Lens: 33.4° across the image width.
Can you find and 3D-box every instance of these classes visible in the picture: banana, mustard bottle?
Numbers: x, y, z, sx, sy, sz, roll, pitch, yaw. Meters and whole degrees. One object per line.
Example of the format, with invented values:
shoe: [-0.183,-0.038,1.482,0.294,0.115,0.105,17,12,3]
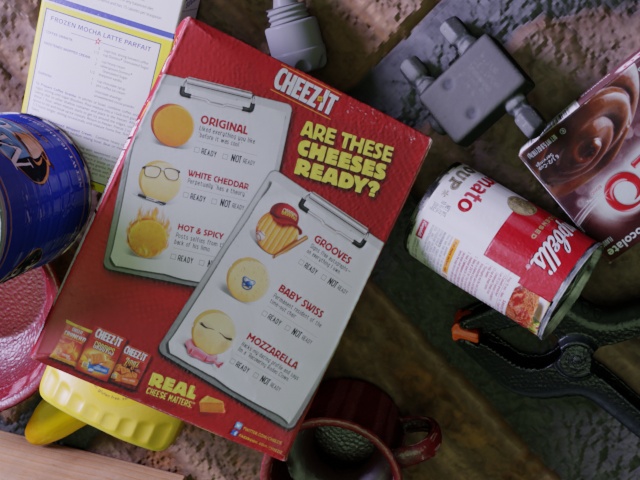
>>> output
banana: [-0.125,0.111,0.758,0.198,0.037,0.069,-5,103,12]
mustard bottle: [-0.103,0.034,0.704,0.096,0.058,0.191,25,89,4]

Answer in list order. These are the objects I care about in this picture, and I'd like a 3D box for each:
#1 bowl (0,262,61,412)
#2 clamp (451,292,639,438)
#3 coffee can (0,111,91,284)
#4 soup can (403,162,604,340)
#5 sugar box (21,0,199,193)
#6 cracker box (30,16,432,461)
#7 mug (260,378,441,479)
bowl: [-0.245,0.038,0.749,0.162,0.055,0.162,3,107,10]
clamp: [0.171,0.080,0.693,0.172,0.039,0.120,3,103,16]
coffee can: [-0.206,-0.021,0.623,0.103,0.140,0.103,1,99,7]
soup can: [0.111,0.005,0.652,0.102,0.068,0.068,33,111,20]
sugar box: [-0.135,-0.122,0.687,0.093,0.048,0.176,19,106,5]
cracker box: [-0.054,0.001,0.643,0.164,0.072,0.214,25,88,-15]
mug: [0.025,0.141,0.715,0.117,0.081,0.093,-19,102,15]
